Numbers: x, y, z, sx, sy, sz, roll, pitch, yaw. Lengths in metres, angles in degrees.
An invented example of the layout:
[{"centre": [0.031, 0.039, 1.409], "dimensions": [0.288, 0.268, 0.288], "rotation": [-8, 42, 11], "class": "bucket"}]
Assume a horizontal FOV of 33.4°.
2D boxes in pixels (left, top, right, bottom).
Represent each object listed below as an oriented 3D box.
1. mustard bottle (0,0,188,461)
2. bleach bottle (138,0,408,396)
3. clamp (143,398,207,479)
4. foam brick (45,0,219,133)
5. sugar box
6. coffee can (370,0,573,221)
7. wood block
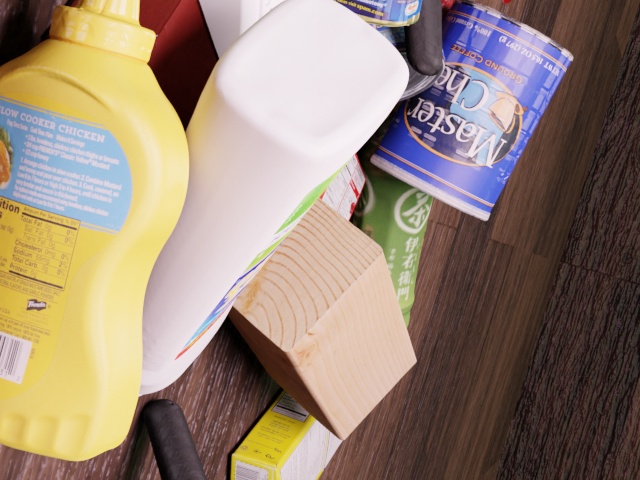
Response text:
[{"centre": [-0.104, -0.016, 0.432], "dimensions": [0.058, 0.096, 0.192], "rotation": [-5, 110, -70], "class": "mustard bottle"}, {"centre": [-0.053, 0.001, 0.527], "dimensions": [0.102, 0.068, 0.251], "rotation": [-49, 177, -45], "class": "bleach bottle"}, {"centre": [-0.073, 0.166, 0.624], "dimensions": [0.039, 0.172, 0.120], "rotation": [0, 97, -38], "class": "clamp"}, {"centre": [-0.083, -0.083, 0.501], "dimensions": [0.078, 0.053, 0.051], "rotation": [73, 39, -58], "class": "foam brick"}, {"centre": [-0.021, 0.172, 0.914], "dimensions": [0.176, 0.048, 0.093], "rotation": [-50, 151, -56], "class": "sugar box"}, {"centre": [0.115, -0.100, 0.822], "dimensions": [0.140, 0.103, 0.102], "rotation": [-63, 162, 7], "class": "coffee can"}, {"centre": [-0.002, 0.056, 0.759], "dimensions": [0.090, 0.090, 0.206], "rotation": [-45, 154, -11], "class": "wood block"}]
